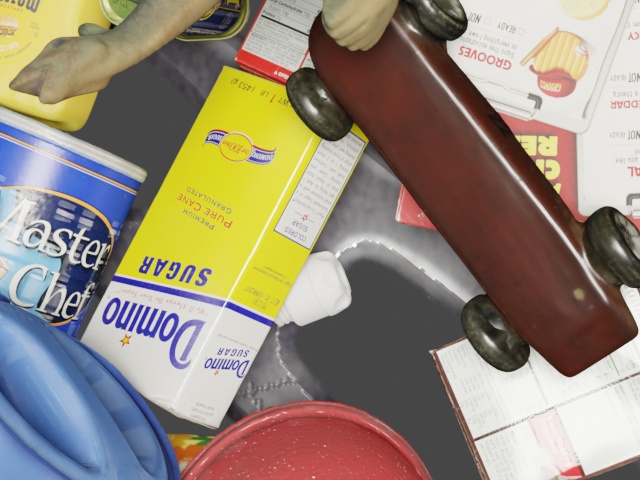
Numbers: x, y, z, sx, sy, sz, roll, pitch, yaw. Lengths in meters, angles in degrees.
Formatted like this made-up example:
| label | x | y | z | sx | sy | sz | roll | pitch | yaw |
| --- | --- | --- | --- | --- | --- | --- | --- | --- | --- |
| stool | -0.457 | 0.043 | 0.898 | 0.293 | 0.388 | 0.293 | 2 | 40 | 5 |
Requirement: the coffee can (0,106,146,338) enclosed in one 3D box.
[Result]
| label | x | y | z | sx | sy | sz | roll | pitch | yaw |
| --- | --- | --- | --- | --- | --- | --- | --- | --- | --- |
| coffee can | -0.169 | 0.006 | 0.584 | 0.103 | 0.102 | 0.140 | 22 | 88 | 14 |

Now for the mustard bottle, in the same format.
| label | x | y | z | sx | sy | sz | roll | pitch | yaw |
| --- | --- | --- | --- | --- | --- | --- | --- | --- | --- |
| mustard bottle | -0.153 | -0.167 | 0.627 | 0.096 | 0.058 | 0.191 | 18 | 86 | 19 |

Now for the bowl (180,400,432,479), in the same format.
| label | x | y | z | sx | sy | sz | roll | pitch | yaw |
| --- | --- | --- | --- | --- | --- | --- | --- | --- | --- |
| bowl | 0.002 | 0.160 | 0.507 | 0.161 | 0.055 | 0.162 | 0 | 90 | -22 |

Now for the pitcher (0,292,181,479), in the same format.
| label | x | y | z | sx | sy | sz | roll | pitch | yaw |
| --- | --- | --- | --- | --- | --- | --- | --- | --- | --- |
| pitcher | -0.185 | 0.151 | 0.466 | 0.145 | 0.149 | 0.243 | 45 | 97 | 6 |

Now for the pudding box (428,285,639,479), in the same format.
| label | x | y | z | sx | sy | sz | roll | pitch | yaw |
| --- | --- | --- | --- | --- | --- | --- | --- | --- | --- |
| pudding box | 0.124 | 0.075 | 0.542 | 0.113 | 0.039 | 0.090 | -23 | 78 | 7 |

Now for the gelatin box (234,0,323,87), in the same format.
| label | x | y | z | sx | sy | sz | roll | pitch | yaw |
| --- | --- | --- | --- | --- | --- | --- | --- | --- | --- |
| gelatin box | 0.005 | -0.122 | 0.600 | 0.073 | 0.030 | 0.089 | 26 | 89 | 16 |

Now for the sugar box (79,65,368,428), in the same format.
| label | x | y | z | sx | sy | sz | roll | pitch | yaw |
| --- | --- | --- | --- | --- | --- | --- | --- | --- | --- |
| sugar box | -0.054 | 0.001 | 0.572 | 0.093 | 0.048 | 0.176 | 26 | 85 | 43 |
